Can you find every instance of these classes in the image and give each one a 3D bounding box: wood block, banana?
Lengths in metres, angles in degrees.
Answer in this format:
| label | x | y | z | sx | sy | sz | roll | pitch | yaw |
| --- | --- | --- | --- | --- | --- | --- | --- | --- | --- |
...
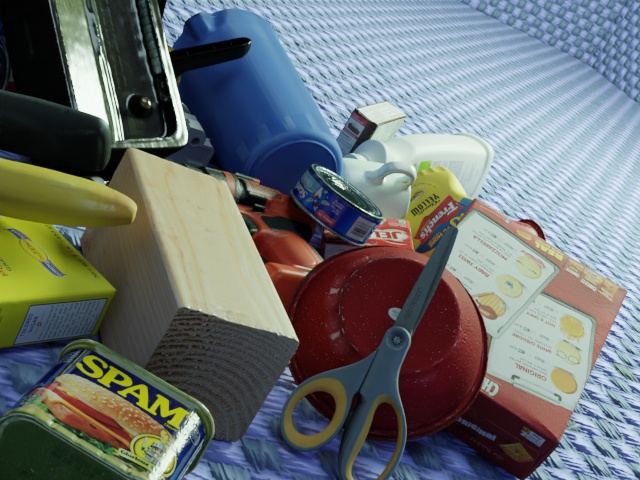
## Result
| label | x | y | z | sx | sy | sz | roll | pitch | yaw |
| --- | --- | --- | --- | --- | --- | --- | --- | --- | --- |
| wood block | -0.098 | 0.032 | 0.745 | 0.090 | 0.091 | 0.206 | 19 | 23 | -29 |
| banana | -0.215 | -0.039 | 0.724 | 0.198 | 0.037 | 0.069 | 14 | 13 | 34 |

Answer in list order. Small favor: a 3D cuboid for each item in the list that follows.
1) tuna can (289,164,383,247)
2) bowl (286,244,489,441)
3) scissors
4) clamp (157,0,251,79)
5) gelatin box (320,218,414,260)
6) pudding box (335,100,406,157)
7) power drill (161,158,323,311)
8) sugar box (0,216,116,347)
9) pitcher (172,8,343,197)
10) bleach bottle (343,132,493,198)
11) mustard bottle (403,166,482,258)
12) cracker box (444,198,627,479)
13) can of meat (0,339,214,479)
| label | x | y | z | sx | sy | sz | roll | pitch | yaw |
| --- | --- | --- | --- | --- | --- | --- | --- | --- | --- |
| tuna can | 0.016 | -0.033 | 0.989 | 0.086 | 0.034 | 0.086 | 35 | 13 | -10 |
| bowl | 0.055 | 0.064 | 0.797 | 0.162 | 0.055 | 0.162 | 3 | 63 | -7 |
| scissors | 0.032 | 0.074 | 0.746 | 0.096 | 0.201 | 0.016 | 11 | -19 | 6 |
| clamp | -0.166 | -0.188 | 1.035 | 0.120 | 0.171 | 0.039 | 55 | 5 | -22 |
| gelatin box | 0.045 | 0.002 | 1.042 | 0.089 | 0.030 | 0.073 | 4 | 24 | -1 |
| pudding box | 0.052 | -0.118 | 1.280 | 0.039 | 0.090 | 0.113 | 35 | 22 | 10 |
| power drill | -0.056 | 0.001 | 0.915 | 0.184 | 0.057 | 0.188 | 15 | 26 | -35 |
| sugar box | -0.223 | 0.025 | 0.658 | 0.093 | 0.048 | 0.175 | 39 | 21 | 28 |
| pitcher | -0.062 | -0.124 | 1.116 | 0.149 | 0.145 | 0.243 | 3 | 36 | -28 |
| bleach bottle | 0.109 | -0.087 | 1.267 | 0.068 | 0.103 | 0.250 | 30 | 17 | 33 |
| mustard bottle | 0.132 | -0.006 | 1.103 | 0.058 | 0.096 | 0.192 | 54 | 1 | -31 |
| cracker box | 0.151 | 0.077 | 0.914 | 0.164 | 0.072 | 0.213 | 33 | 43 | 8 |
| can of meat | -0.121 | 0.112 | 0.586 | 0.102 | 0.057 | 0.083 | 30 | 24 | 2 |
